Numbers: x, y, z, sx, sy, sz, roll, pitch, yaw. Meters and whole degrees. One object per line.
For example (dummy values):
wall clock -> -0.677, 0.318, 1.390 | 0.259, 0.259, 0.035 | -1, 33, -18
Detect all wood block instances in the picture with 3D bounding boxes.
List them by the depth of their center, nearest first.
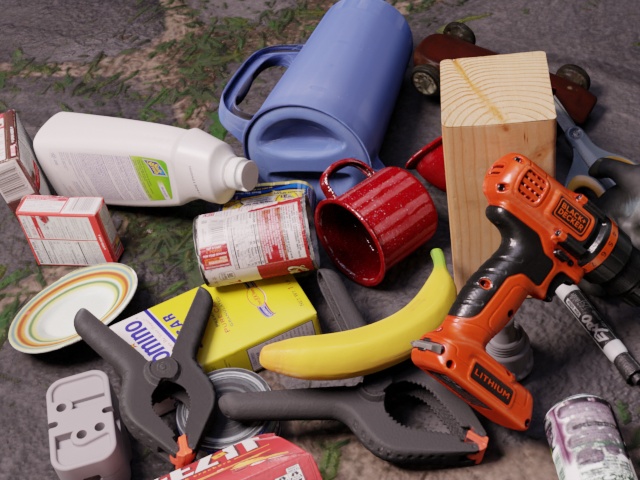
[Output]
wood block -> 0.155, -0.050, 0.926 | 0.090, 0.206, 0.090 | -3, 45, 9

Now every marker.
marker -> 0.239, 0.078, 0.913 | 0.020, 0.020, 0.121 | -21, 45, -9

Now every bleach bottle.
bleach bottle -> -0.168, -0.072, 1.067 | 0.251, 0.102, 0.068 | 9, 50, 32

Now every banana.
banana -> 0.046, 0.073, 0.864 | 0.197, 0.037, 0.070 | -27, 50, -30

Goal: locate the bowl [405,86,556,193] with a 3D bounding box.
bowl -> 0.166, -0.085, 1.030 | 0.162, 0.162, 0.055 | -25, 83, -13

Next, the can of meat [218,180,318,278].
can of meat -> -0.053, -0.011, 1.039 | 0.102, 0.057, 0.084 | -4, 43, 8

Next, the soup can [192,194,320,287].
soup can -> -0.056, 0.001, 0.952 | 0.102, 0.068, 0.068 | -10, 44, 5

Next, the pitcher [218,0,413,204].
pitcher -> 0.009, -0.157, 1.121 | 0.145, 0.149, 0.242 | -15, 34, 33

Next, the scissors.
scissors -> 0.242, -0.087, 1.051 | 0.096, 0.016, 0.202 | -36, 62, -13

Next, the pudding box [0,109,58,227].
pudding box -> -0.308, -0.065, 1.108 | 0.039, 0.113, 0.090 | -20, 44, -2

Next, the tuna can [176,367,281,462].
tuna can -> -0.077, 0.149, 0.897 | 0.086, 0.034, 0.086 | -6, 44, 6

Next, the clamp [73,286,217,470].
clamp -> -0.123, 0.108, 0.888 | 0.120, 0.039, 0.171 | -21, 58, -16

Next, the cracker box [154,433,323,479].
cracker box -> -0.083, 0.195, 0.731 | 0.164, 0.214, 0.072 | -21, 87, -10

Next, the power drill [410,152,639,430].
power drill -> 0.171, 0.051, 0.842 | 0.187, 0.184, 0.057 | -58, 16, -13

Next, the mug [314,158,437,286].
mug -> 0.048, -0.026, 1.001 | 0.081, 0.093, 0.117 | -34, 82, -28

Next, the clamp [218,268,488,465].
clamp -> 0.034, 0.127, 0.867 | 0.210, 0.036, 0.164 | 33, 60, 21

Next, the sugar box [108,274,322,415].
sugar box -> -0.097, 0.084, 0.959 | 0.176, 0.048, 0.093 | -23, 45, -13

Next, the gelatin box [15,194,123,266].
gelatin box -> -0.251, -0.010, 1.068 | 0.089, 0.073, 0.030 | 2, 45, 15
